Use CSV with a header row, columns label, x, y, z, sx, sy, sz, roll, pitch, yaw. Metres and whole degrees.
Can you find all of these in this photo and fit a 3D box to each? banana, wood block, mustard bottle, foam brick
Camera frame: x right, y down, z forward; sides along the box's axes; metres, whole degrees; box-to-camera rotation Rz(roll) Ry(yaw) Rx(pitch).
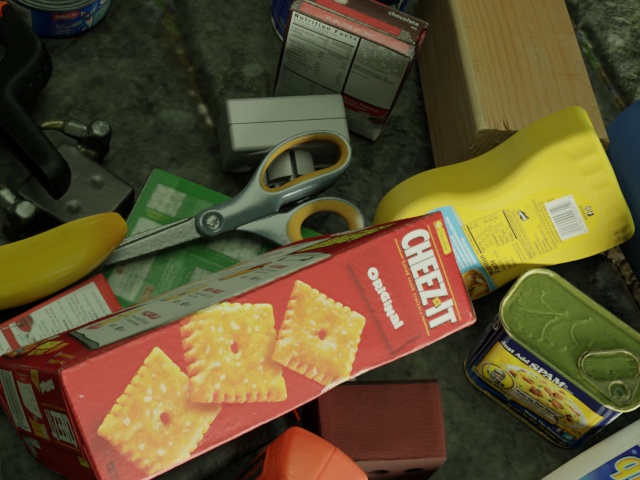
label,x,y,z,sx,sy,sz,roll,pitch,yaw
banana,-0.215,0.012,0.642,0.198,0.037,0.069,4,85,7
wood block,0.128,-0.117,0.765,0.090,0.090,0.206,4,49,-9
mustard bottle,0.092,-0.006,0.674,0.192,0.096,0.058,-23,39,14
foam brick,0.032,0.118,0.649,0.078,0.053,0.051,0,60,-12

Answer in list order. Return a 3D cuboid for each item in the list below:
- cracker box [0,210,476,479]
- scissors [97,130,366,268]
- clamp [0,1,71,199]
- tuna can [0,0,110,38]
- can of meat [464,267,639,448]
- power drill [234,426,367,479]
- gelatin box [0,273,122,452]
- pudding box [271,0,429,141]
label,x,y,z,sx,sy,sz,roll,pitch,yaw
cracker box,-0.050,0.057,0.574,0.213,0.164,0.072,-21,95,-27
scissors,-0.055,0.001,0.696,0.201,0.016,0.096,-34,91,-14
clamp,-0.238,-0.088,0.694,0.164,0.036,0.210,-9,44,0
tuna can,-0.197,-0.192,0.788,0.086,0.034,0.086,6,59,-9
can of meat,0.149,0.079,0.679,0.102,0.084,0.057,37,59,9
power drill,-0.045,0.184,0.527,0.057,0.185,0.187,37,50,-2
gelatin box,-0.153,0.073,0.640,0.089,0.030,0.073,-29,83,-25
pudding box,0.018,-0.126,0.751,0.090,0.114,0.039,24,61,2
